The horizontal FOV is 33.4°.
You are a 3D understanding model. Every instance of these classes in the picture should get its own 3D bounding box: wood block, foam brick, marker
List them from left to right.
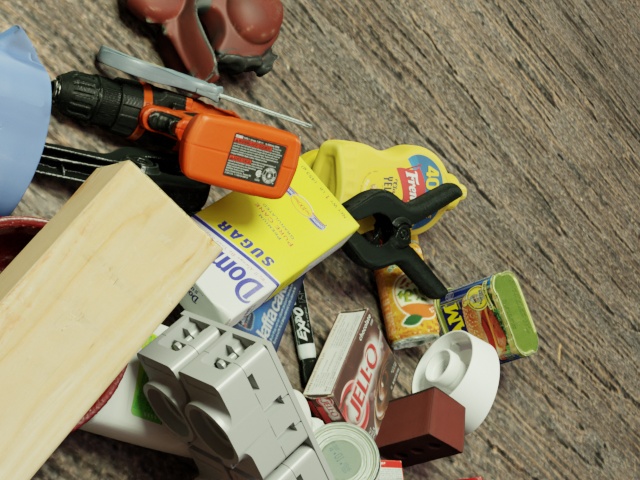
[{"bbox_3d":[-0.173,0.054,0.704,0.090,0.091,0.206,45,73,-18],"label":"wood block"},{"bbox_3d":[-0.017,0.083,1.026,0.020,0.020,0.121,6,67,-45],"label":"marker"},{"bbox_3d":[0.098,0.185,1.055,0.053,0.078,0.051,35,48,-31],"label":"foam brick"}]

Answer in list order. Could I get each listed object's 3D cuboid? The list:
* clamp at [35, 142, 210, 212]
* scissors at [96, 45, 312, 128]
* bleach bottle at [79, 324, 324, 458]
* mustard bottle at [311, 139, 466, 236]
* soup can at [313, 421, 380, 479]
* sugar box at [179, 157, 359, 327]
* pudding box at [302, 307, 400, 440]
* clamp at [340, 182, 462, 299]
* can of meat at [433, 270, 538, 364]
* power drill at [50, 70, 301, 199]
[{"bbox_3d":[-0.165,-0.054,0.889,0.165,0.036,0.209,27,18,17],"label":"clamp"},{"bbox_3d":[-0.108,-0.133,0.932,0.096,0.202,0.016,-26,136,-79],"label":"scissors"},{"bbox_3d":[-0.090,0.131,0.889,0.250,0.068,0.102,23,69,-40],"label":"bleach bottle"},{"bbox_3d":[0.079,-0.052,1.111,0.191,0.058,0.096,0,99,-38],"label":"mustard bottle"},{"bbox_3d":[0.016,0.207,0.924,0.068,0.102,0.068,1,58,-1],"label":"soup can"},{"bbox_3d":[-0.056,0.001,0.919,0.093,0.048,0.175,48,47,6],"label":"sugar box"},{"bbox_3d":[0.032,0.135,1.021,0.090,0.039,0.113,62,35,-35],"label":"pudding box"},{"bbox_3d":[0.078,-0.017,1.057,0.171,0.039,0.120,21,76,-40],"label":"clamp"},{"bbox_3d":[0.186,0.092,1.190,0.057,0.084,0.102,-14,82,-49],"label":"can of meat"},{"bbox_3d":[-0.117,-0.094,0.891,0.184,0.188,0.057,10,103,-35],"label":"power drill"}]
